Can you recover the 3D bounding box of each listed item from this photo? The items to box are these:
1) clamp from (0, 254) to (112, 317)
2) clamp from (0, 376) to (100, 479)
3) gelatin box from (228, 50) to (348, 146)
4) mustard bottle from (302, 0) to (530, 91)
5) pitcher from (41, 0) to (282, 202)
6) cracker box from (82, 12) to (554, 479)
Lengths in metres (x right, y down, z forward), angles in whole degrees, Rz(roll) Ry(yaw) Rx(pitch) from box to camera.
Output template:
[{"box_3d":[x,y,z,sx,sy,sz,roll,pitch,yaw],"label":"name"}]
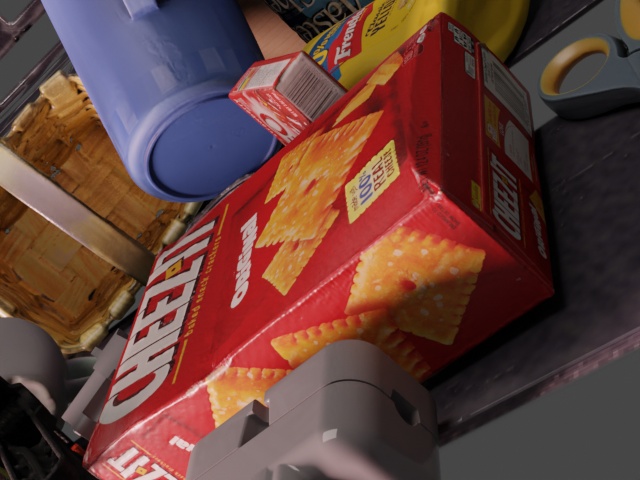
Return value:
[{"box_3d":[-0.238,0.043,0.944,0.120,0.039,0.172,-57,22,-19],"label":"clamp"},{"box_3d":[-0.166,0.087,0.549,0.036,0.165,0.210,-44,-14,-15],"label":"clamp"},{"box_3d":[0.000,-0.062,0.584,0.030,0.089,0.073,-53,21,-10],"label":"gelatin box"},{"box_3d":[0.036,-0.110,0.642,0.192,0.058,0.096,-19,40,53],"label":"mustard bottle"},{"box_3d":[-0.117,-0.150,0.718,0.145,0.148,0.243,-53,50,32],"label":"pitcher"},{"box_3d":[-0.003,0.012,0.484,0.214,0.072,0.164,-38,23,28],"label":"cracker box"}]
